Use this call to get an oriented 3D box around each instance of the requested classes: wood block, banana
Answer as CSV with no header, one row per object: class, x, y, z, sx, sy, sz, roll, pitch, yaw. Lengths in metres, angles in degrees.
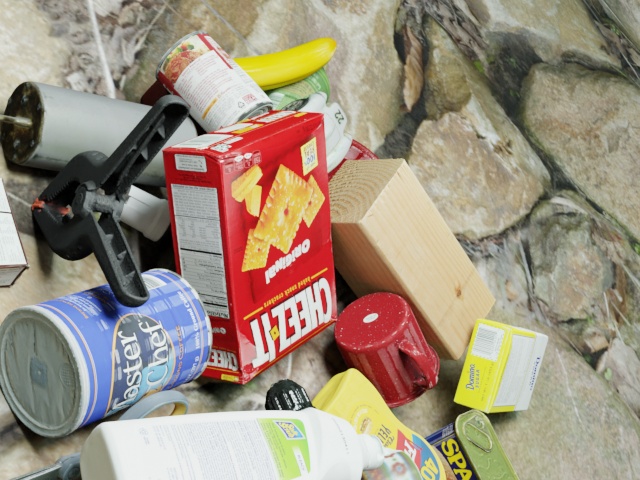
wood block,0.084,0.021,1.105,0.090,0.090,0.206,-53,124,-27
banana,-0.060,-0.193,1.167,0.197,0.037,0.070,-12,47,-22

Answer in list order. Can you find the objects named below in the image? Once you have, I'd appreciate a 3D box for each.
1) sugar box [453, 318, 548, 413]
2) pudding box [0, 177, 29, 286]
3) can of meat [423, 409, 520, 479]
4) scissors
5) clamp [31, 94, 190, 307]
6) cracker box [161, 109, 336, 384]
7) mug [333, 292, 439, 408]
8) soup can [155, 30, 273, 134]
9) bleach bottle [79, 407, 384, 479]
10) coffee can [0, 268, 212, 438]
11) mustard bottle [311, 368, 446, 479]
sugar box,0.200,0.138,1.168,0.176,0.048,0.093,20,87,-67
pudding box,-0.299,-0.008,0.851,0.113,0.039,0.090,-2,63,-45
can of meat,0.142,0.235,1.077,0.057,0.084,0.102,-11,69,-49
scissors,-0.177,0.157,0.812,0.201,0.096,0.016,4,32,-47
clamp,-0.176,-0.039,0.871,0.036,0.210,0.164,19,85,-37
cracker box,-0.056,0.001,0.978,0.163,0.072,0.214,-29,120,-52
mug,0.070,0.110,1.058,0.093,0.117,0.081,-39,127,-18
soup can,-0.102,-0.144,1.036,0.102,0.069,0.068,47,36,11
bleach bottle,-0.054,0.183,0.830,0.250,0.068,0.102,2,53,-35
coffee can,-0.171,0.087,0.855,0.140,0.103,0.103,-18,74,-51
mustard bottle,0.066,0.221,1.029,0.191,0.058,0.096,46,50,-10
